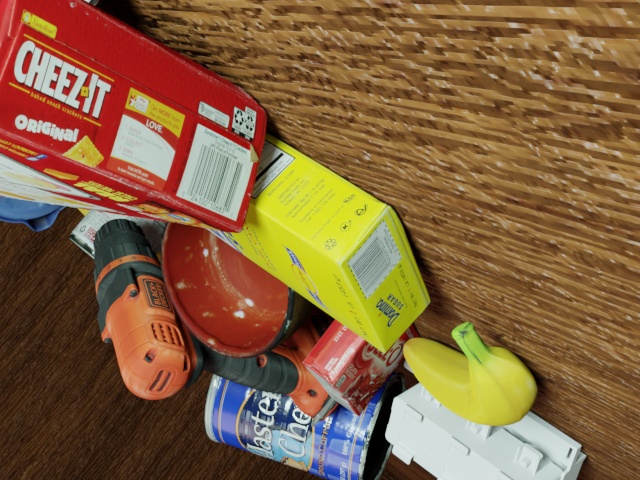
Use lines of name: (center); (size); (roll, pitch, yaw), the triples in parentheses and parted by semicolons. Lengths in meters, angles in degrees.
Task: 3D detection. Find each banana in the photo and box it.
banana: (0.092, 0.081, 0.648); (0.069, 0.037, 0.198); (58, 171, 5)

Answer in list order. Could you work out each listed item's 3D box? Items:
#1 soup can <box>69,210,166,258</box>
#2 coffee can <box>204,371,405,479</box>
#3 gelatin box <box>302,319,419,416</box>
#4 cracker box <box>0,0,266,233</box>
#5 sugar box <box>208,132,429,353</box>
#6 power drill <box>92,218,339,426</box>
soup can: (-0.153, -0.021, 0.899); (0.068, 0.102, 0.068); (38, 171, 7)
coffee can: (-0.011, 0.140, 0.892); (0.140, 0.102, 0.102); (16, 163, 18)
gelatin box: (0.030, 0.074, 0.728); (0.030, 0.073, 0.089); (34, 169, 25)
cracker box: (-0.157, -0.066, 0.509); (0.214, 0.072, 0.164); (9, 172, 36)
sugar box: (-0.027, -0.017, 0.577); (0.176, 0.048, 0.093); (30, 160, 34)
power drill: (-0.077, 0.061, 0.794); (0.187, 0.057, 0.184); (17, -153, -30)
